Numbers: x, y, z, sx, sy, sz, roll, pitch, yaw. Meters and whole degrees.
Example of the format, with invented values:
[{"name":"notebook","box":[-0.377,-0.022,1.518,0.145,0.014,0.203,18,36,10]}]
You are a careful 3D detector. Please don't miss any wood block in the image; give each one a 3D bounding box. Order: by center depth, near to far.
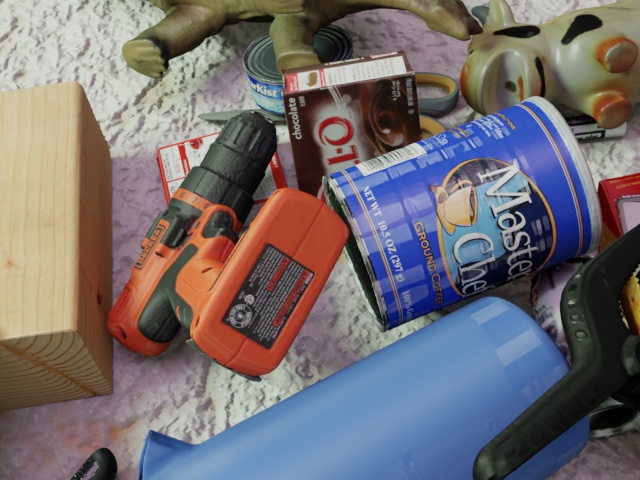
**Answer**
[{"name":"wood block","box":[-0.197,0.000,0.737,0.090,0.091,0.206,-9,56,1]}]

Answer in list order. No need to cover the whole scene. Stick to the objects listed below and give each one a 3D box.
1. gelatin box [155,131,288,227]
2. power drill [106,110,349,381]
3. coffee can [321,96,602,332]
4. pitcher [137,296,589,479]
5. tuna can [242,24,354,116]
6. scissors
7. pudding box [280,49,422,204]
[{"name":"gelatin box","box":[-0.072,-0.043,0.787,0.089,0.030,0.073,-16,57,-3]},{"name":"power drill","box":[-0.054,0.001,0.665,0.184,0.057,0.188,-62,24,-6]},{"name":"coffee can","box":[0.084,-0.016,0.651,0.140,0.103,0.103,-21,56,-4]},{"name":"pitcher","box":[0.032,0.142,0.602,0.242,0.149,0.145,-28,43,-15]},{"name":"tuna can","box":[-0.015,-0.132,0.824,0.086,0.034,0.086,-7,40,6]},{"name":"scissors","box":[0.011,-0.084,0.809,0.201,0.016,0.096,-13,52,-2]},{"name":"pudding box","box":[0.024,-0.070,0.742,0.090,0.113,0.039,-10,37,1]}]
